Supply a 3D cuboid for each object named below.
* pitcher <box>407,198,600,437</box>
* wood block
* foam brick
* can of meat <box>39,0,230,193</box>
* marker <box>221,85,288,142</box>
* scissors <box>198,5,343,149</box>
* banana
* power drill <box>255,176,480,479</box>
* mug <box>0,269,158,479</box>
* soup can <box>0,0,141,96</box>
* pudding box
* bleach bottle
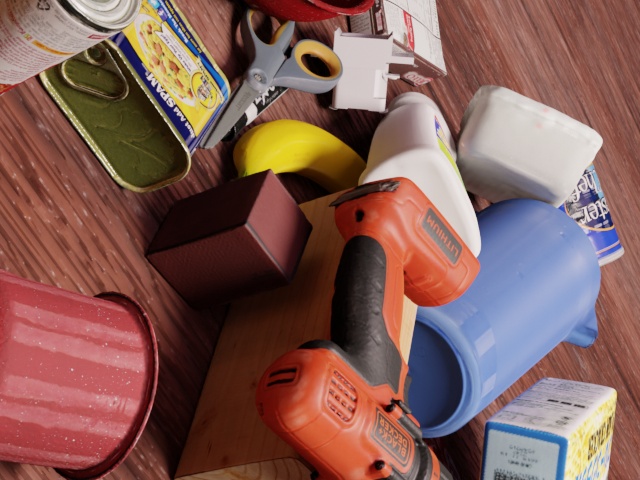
[{"bbox_3d":[0.115,0.052,0.849,0.242,0.149,0.145,-28,114,-54],"label":"pitcher"},{"bbox_3d":[-0.005,0.077,0.674,0.090,0.090,0.206,49,39,-33],"label":"wood block"},{"bbox_3d":[-0.054,0.001,0.649,0.053,0.078,0.051,54,36,-30],"label":"foam brick"},{"bbox_3d":[-0.106,-0.094,0.637,0.102,0.058,0.083,56,34,-24],"label":"can of meat"},{"bbox_3d":[-0.045,-0.101,0.766,0.020,0.020,0.121,61,34,-17],"label":"marker"},{"bbox_3d":[-0.029,-0.106,0.754,0.096,0.016,0.201,28,40,-19],"label":"scissors"},{"bbox_3d":[-0.007,-0.051,0.789,0.197,0.037,0.069,6,89,-54],"label":"banana"},{"bbox_3d":[0.047,0.071,0.616,0.184,0.057,0.187,48,40,-35],"label":"power drill"},{"bbox_3d":[-0.140,0.052,0.496,0.081,0.093,0.117,22,26,-45],"label":"mug"},{"bbox_3d":[-0.149,-0.119,0.540,0.068,0.102,0.068,31,50,-46],"label":"soup can"},{"bbox_3d":[0.069,-0.201,0.971,0.113,0.039,0.090,20,58,-54],"label":"pudding box"},{"bbox_3d":[0.076,-0.067,0.848,0.102,0.068,0.250,62,14,-22],"label":"bleach bottle"}]
